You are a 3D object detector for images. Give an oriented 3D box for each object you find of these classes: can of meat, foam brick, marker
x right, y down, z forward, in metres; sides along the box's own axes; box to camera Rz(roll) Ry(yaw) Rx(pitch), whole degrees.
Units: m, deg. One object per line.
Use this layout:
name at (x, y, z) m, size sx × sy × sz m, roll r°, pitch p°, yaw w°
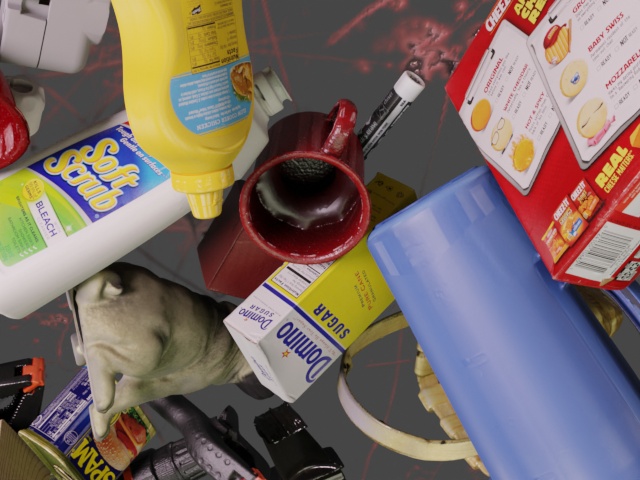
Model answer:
can of meat at (-0.198, 0.167, 0.923) m, size 0.083 × 0.058 × 0.102 m, roll -50°, pitch 142°, yaw -25°
foam brick at (-0.055, 0.001, 0.839) m, size 0.051 × 0.053 × 0.078 m, roll 15°, pitch 126°, yaw -28°
marker at (0.037, -0.078, 0.817) m, size 0.020 × 0.020 × 0.121 m, roll 21°, pitch 123°, yaw -31°

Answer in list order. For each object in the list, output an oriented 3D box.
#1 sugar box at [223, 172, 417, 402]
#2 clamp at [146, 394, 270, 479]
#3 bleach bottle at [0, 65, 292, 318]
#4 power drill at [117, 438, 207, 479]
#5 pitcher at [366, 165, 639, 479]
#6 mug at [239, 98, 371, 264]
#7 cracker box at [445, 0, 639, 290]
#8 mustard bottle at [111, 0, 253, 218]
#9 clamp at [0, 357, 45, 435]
sugar box at (0.012, 0.038, 0.839) m, size 0.176 × 0.048 × 0.093 m, roll -46°, pitch 141°, yaw -18°
clamp at (-0.099, 0.165, 0.913) m, size 0.120 × 0.172 × 0.039 m, roll 26°, pitch 94°, yaw -27°
bleach bottle at (-0.137, -0.050, 0.751) m, size 0.251 × 0.103 × 0.068 m, roll -32°, pitch 158°, yaw 3°
power drill at (-0.154, 0.268, 1.031) m, size 0.184 × 0.057 × 0.187 m, roll -25°, pitch 134°, yaw 7°
pitcher at (0.145, 0.067, 0.763) m, size 0.149 × 0.243 × 0.145 m, roll -31°, pitch 179°, yaw -10°
mug at (-0.004, -0.052, 0.774) m, size 0.093 × 0.081 × 0.117 m, roll 20°, pitch 121°, yaw -9°
cracker box at (0.182, -0.098, 0.706) m, size 0.072 × 0.214 × 0.164 m, roll 11°, pitch 128°, yaw -28°
mustard bottle at (-0.082, -0.107, 0.664) m, size 0.058 × 0.096 × 0.191 m, roll 6°, pitch 112°, yaw 32°
clamp at (-0.307, 0.168, 0.930) m, size 0.210 × 0.036 × 0.164 m, roll -30°, pitch 134°, yaw 17°
